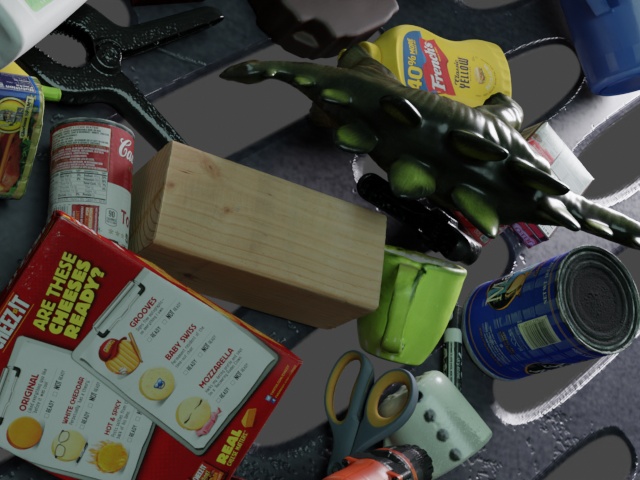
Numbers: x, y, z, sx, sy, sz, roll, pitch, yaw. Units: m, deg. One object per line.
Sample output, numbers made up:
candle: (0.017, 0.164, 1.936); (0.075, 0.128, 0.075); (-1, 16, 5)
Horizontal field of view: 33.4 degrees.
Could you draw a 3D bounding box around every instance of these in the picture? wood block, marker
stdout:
wood block: (-0.056, 0.002, 0.904); (0.205, 0.091, 0.090); (18, 65, -26)
marker: (0.126, 0.117, 1.020); (0.020, 0.020, 0.121); (14, 67, -27)

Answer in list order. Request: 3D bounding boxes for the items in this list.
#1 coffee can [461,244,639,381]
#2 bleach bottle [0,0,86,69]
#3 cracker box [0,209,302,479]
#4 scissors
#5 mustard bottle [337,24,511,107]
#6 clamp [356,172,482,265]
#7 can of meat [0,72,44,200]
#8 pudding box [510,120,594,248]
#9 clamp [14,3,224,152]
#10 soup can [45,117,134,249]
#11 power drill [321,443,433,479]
coffee can: (0.216, 0.072, 1.015); (0.102, 0.141, 0.103); (11, 69, -28)
bleach bottle: (-0.214, -0.233, 0.837); (0.102, 0.068, 0.250); (50, 39, -20)
cracker box: (-0.147, 0.101, 0.796); (0.213, 0.072, 0.164); (33, 86, -18)
scissors: (0.033, 0.188, 0.904); (0.016, 0.096, 0.201); (41, 49, -51)
mustard bottle: (0.102, -0.167, 1.077); (0.191, 0.058, 0.096); (6, 76, -29)
clamp: (0.112, -0.005, 0.983); (0.120, 0.039, 0.171); (45, 13, 32)
can of meat: (-0.261, -0.081, 0.803); (0.083, 0.102, 0.057); (4, 31, -34)
pudding box: (0.229, -0.061, 1.131); (0.090, 0.039, 0.113); (50, 58, -9)
clamp: (-0.179, -0.160, 0.915); (0.209, 0.036, 0.164); (21, 65, -22)
soup can: (-0.185, -0.038, 0.852); (0.068, 0.069, 0.102); (10, 69, -29)
power drill: (0.029, 0.255, 0.835); (0.184, 0.057, 0.188); (2, 100, -64)
